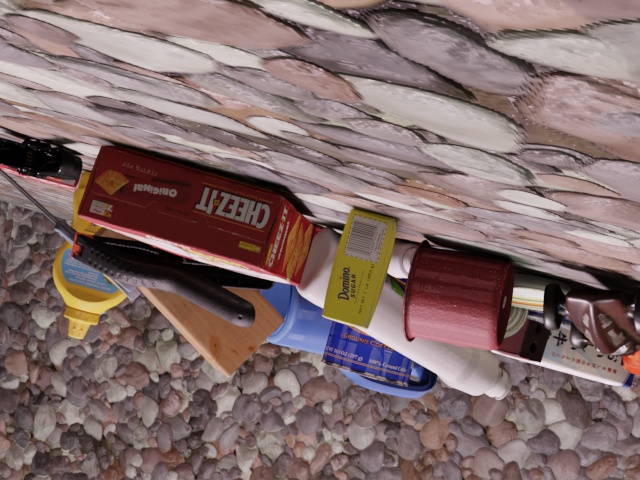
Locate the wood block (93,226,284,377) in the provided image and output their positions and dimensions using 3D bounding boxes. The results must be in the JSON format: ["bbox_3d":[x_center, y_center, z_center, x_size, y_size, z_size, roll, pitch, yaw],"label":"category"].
[{"bbox_3d":[-0.147,0.042,1.177,0.206,0.090,0.091,48,168,-11],"label":"wood block"}]

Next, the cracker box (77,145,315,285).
[{"bbox_3d":[-0.100,-0.018,0.962,0.164,0.072,0.213,16,175,8],"label":"cracker box"}]

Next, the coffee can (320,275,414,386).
[{"bbox_3d":[0.067,0.082,1.195,0.103,0.140,0.103,15,176,1],"label":"coffee can"}]

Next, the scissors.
[{"bbox_3d":[-0.264,-0.005,1.137,0.201,0.016,0.096,46,166,-19],"label":"scissors"}]

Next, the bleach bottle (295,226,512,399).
[{"bbox_3d":[0.092,0.086,1.102,0.250,0.068,0.102,34,-170,-15],"label":"bleach bottle"}]

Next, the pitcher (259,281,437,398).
[{"bbox_3d":[0.047,0.106,1.380,0.242,0.145,0.149,12,-172,-28],"label":"pitcher"}]

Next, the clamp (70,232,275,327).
[{"bbox_3d":[-0.147,0.034,1.060,0.210,0.036,0.164,14,-169,-5],"label":"clamp"}]

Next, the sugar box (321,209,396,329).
[{"bbox_3d":[0.033,0.029,0.938,0.048,0.093,0.176,16,176,1],"label":"sugar box"}]

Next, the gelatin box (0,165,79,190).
[{"bbox_3d":[-0.310,-0.081,1.182,0.089,0.030,0.073,16,176,-12],"label":"gelatin box"}]

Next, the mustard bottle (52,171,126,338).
[{"bbox_3d":[-0.262,0.022,1.259,0.096,0.191,0.058,16,176,-9],"label":"mustard bottle"}]

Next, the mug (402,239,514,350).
[{"bbox_3d":[0.125,0.059,0.952,0.082,0.093,0.117,9,141,18],"label":"mug"}]

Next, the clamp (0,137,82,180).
[{"bbox_3d":[-0.288,-0.081,1.032,0.120,0.039,0.171,17,176,-5],"label":"clamp"}]

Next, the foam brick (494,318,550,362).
[{"bbox_3d":[0.228,0.095,1.214,0.051,0.078,0.052,14,176,41],"label":"foam brick"}]
